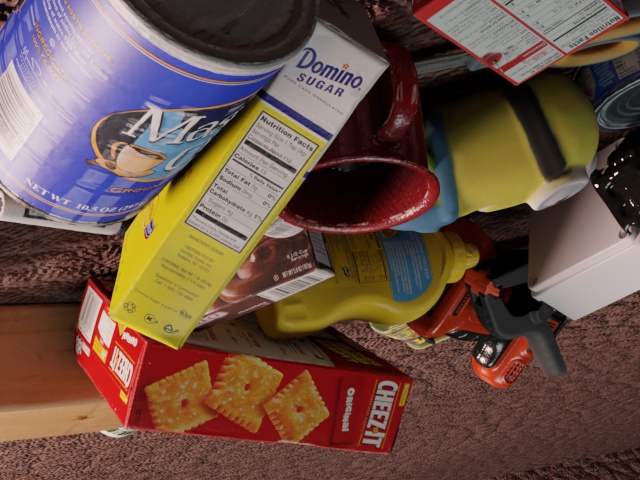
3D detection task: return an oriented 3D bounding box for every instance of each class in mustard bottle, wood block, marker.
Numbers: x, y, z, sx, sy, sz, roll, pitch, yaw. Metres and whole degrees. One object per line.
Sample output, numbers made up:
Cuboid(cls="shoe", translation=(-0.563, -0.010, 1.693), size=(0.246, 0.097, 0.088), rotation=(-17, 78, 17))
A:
Cuboid(cls="mustard bottle", translation=(0.039, 0.018, 0.815), size=(0.191, 0.096, 0.058), rotation=(-5, 155, -27))
Cuboid(cls="wood block", translation=(-0.250, 0.108, 0.862), size=(0.205, 0.090, 0.091), rotation=(1, 154, -36))
Cuboid(cls="marker", translation=(-0.160, -0.015, 0.698), size=(0.020, 0.020, 0.120), rotation=(-29, 156, 34))

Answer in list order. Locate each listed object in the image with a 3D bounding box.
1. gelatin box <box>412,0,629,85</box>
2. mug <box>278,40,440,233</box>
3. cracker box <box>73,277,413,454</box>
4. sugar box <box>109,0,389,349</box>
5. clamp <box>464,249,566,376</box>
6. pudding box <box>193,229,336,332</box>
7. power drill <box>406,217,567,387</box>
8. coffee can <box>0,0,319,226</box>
Cuboid(cls="gelatin box", translation=(0.102, -0.125, 0.548), size=(0.089, 0.030, 0.073), rotation=(25, 139, -36))
Cuboid(cls="mug", translation=(0.021, -0.064, 0.587), size=(0.093, 0.081, 0.117), rotation=(5, 154, -19))
Cuboid(cls="cracker box", translation=(-0.064, 0.097, 0.812), size=(0.213, 0.072, 0.164), rotation=(12, -173, -28))
Cuboid(cls="sugar box", translation=(-0.039, -0.040, 0.519), size=(0.048, 0.093, 0.176), rotation=(28, 111, -18))
Cuboid(cls="clamp", translation=(0.181, 0.061, 0.913), size=(0.171, 0.120, 0.039), rotation=(7, -169, -38))
Cuboid(cls="pudding box", translation=(-0.055, 0.001, 0.713), size=(0.114, 0.090, 0.039), rotation=(-21, 161, 16))
Cuboid(cls="power drill", translation=(0.166, 0.041, 0.958), size=(0.187, 0.057, 0.184), rotation=(23, 103, -45))
Cuboid(cls="coffee can", translation=(-0.080, -0.081, 0.457), size=(0.102, 0.103, 0.141), rotation=(1, 155, -37))
